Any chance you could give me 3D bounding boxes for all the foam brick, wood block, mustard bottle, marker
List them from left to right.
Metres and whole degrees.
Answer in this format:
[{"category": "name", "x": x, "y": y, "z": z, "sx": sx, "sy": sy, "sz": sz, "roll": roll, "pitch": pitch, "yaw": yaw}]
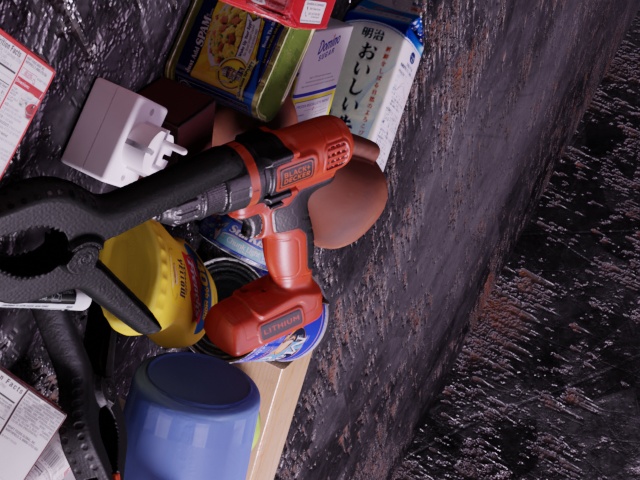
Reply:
[{"category": "marker", "x": -0.207, "y": 0.038, "z": 0.732, "sx": 0.120, "sy": 0.020, "sz": 0.020, "roll": 7, "pitch": 108, "yaw": -56}, {"category": "mustard bottle", "x": -0.131, "y": 0.043, "z": 0.915, "sx": 0.191, "sy": 0.058, "sz": 0.096, "roll": 49, "pitch": 32, "yaw": -72}, {"category": "foam brick", "x": -0.118, "y": -0.076, "z": 0.828, "sx": 0.051, "sy": 0.053, "sz": 0.078, "roll": -46, "pitch": 155, "yaw": -47}, {"category": "wood block", "x": -0.086, "y": 0.196, "z": 1.227, "sx": 0.090, "sy": 0.091, "sz": 0.206, "roll": -36, "pitch": 146, "yaw": -59}]

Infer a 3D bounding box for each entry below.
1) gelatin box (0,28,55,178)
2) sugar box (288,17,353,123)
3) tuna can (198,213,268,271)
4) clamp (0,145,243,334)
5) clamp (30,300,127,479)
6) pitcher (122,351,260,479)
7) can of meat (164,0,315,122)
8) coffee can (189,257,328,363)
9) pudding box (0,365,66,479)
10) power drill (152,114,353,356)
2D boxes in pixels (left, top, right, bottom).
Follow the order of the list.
[{"category": "gelatin box", "x": -0.201, "y": -0.079, "z": 0.621, "sx": 0.089, "sy": 0.030, "sz": 0.073, "roll": -64, "pitch": 161, "yaw": -4}, {"category": "sugar box", "x": -0.027, "y": -0.129, "z": 1.038, "sx": 0.093, "sy": 0.048, "sz": 0.176, "roll": -27, "pitch": 135, "yaw": -60}, {"category": "tuna can", "x": -0.071, "y": -0.004, "z": 1.006, "sx": 0.034, "sy": 0.086, "sz": 0.086, "roll": -62, "pitch": 163, "yaw": 5}, {"category": "clamp", "x": -0.154, "y": -0.007, "z": 0.704, "sx": 0.209, "sy": 0.036, "sz": 0.165, "roll": 9, "pitch": 121, "yaw": -47}, {"category": "clamp", "x": -0.176, "y": 0.112, "z": 0.824, "sx": 0.120, "sy": 0.039, "sz": 0.171, "roll": 0, "pitch": 79, "yaw": -72}, {"category": "pitcher", "x": -0.128, "y": 0.227, "z": 0.906, "sx": 0.144, "sy": 0.149, "sz": 0.243, "roll": -8, "pitch": 119, "yaw": -48}, {"category": "can of meat", "x": -0.061, "y": -0.153, "z": 0.839, "sx": 0.102, "sy": 0.084, "sz": 0.057, "roll": -67, "pitch": 162, "yaw": 3}, {"category": "coffee can", "x": -0.065, "y": 0.072, "z": 1.076, "sx": 0.140, "sy": 0.103, "sz": 0.103, "roll": 12, "pitch": 103, "yaw": -66}, {"category": "pudding box", "x": -0.240, "y": 0.139, "z": 0.720, "sx": 0.090, "sy": 0.039, "sz": 0.113, "roll": 46, "pitch": 63, "yaw": -33}, {"category": "power drill", "x": -0.056, "y": 0.001, "z": 0.857, "sx": 0.184, "sy": 0.057, "sz": 0.188, "roll": -22, "pitch": 134, "yaw": -31}]
